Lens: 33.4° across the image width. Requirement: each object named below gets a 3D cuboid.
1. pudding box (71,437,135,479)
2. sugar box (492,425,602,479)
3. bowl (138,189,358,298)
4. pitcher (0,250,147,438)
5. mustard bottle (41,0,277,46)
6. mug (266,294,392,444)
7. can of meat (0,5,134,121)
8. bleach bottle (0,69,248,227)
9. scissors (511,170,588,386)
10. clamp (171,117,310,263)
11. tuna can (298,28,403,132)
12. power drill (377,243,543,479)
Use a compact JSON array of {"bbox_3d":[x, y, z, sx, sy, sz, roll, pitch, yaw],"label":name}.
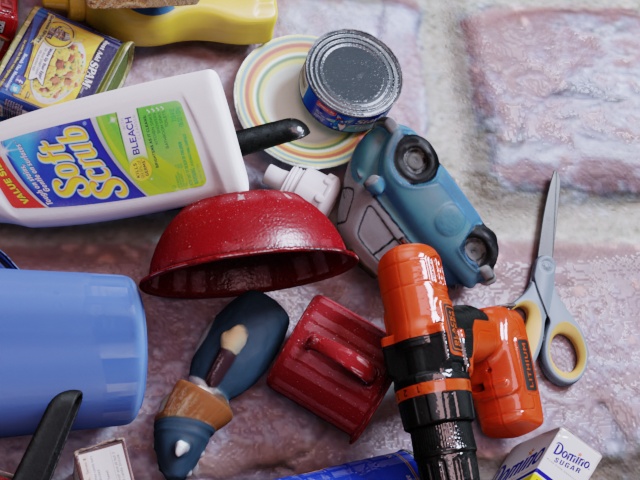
[{"bbox_3d":[-0.139,0.200,0.728,0.039,0.090,0.113,-14,73,-19],"label":"pudding box"},{"bbox_3d":[0.134,0.225,0.792,0.048,0.093,0.176,35,64,0],"label":"sugar box"},{"bbox_3d":[-0.055,0.001,0.786,0.162,0.162,0.055,-4,78,-17],"label":"bowl"},{"bbox_3d":[-0.249,0.069,0.735,0.242,0.145,0.149,0,95,-19],"label":"pitcher"},{"bbox_3d":[-0.138,-0.208,0.904,0.191,0.058,0.096,-5,60,-16],"label":"mustard bottle"},{"bbox_3d":[0.012,0.092,0.800,0.081,0.117,0.093,30,81,3],"label":"mug"},{"bbox_3d":[-0.208,-0.128,0.856,0.084,0.057,0.102,23,65,-4],"label":"can of meat"},{"bbox_3d":[-0.187,-0.050,0.794,0.251,0.068,0.102,-15,100,2],"label":"bleach bottle"},{"bbox_3d":[0.208,0.040,0.926,0.096,0.016,0.201,31,65,-4],"label":"scissors"},{"bbox_3d":[-0.098,-0.046,0.852,0.171,0.039,0.120,7,100,3],"label":"clamp"},{"bbox_3d":[0.025,-0.135,0.910,0.086,0.034,0.086,6,67,-13],"label":"tuna can"},{"bbox_3d":[0.108,0.104,0.789,0.057,0.187,0.184,-16,71,24],"label":"power drill"}]
